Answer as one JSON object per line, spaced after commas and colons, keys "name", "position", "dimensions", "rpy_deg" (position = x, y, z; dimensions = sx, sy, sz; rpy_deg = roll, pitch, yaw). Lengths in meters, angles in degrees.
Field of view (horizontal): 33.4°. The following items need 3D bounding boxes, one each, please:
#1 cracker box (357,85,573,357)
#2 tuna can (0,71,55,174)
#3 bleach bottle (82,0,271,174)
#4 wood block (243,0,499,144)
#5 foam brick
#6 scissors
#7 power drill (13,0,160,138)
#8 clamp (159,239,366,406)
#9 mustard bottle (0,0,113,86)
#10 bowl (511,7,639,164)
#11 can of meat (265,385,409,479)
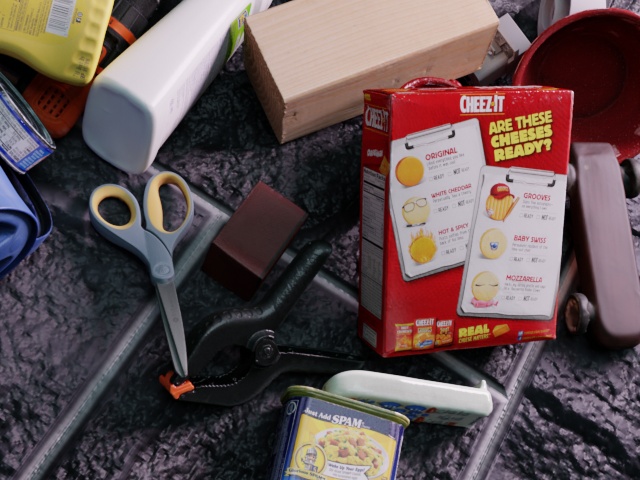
{"name": "cracker box", "position": [0.117, -0.019, 0.887], "dimensions": [0.164, 0.072, 0.214], "rpy_deg": [-4, 103, -19]}
{"name": "tuna can", "position": [-0.244, -0.095, 0.826], "dimensions": [0.034, 0.086, 0.086], "rpy_deg": [-36, 79, -2]}
{"name": "bleach bottle", "position": [-0.110, -0.173, 0.946], "dimensions": [0.068, 0.103, 0.250], "rpy_deg": [32, 53, 3]}
{"name": "wood block", "position": [0.042, -0.176, 0.963], "dimensions": [0.206, 0.090, 0.091], "rpy_deg": [-22, 72, -11]}
{"name": "foam brick", "position": [-0.056, 0.001, 0.893], "dimensions": [0.051, 0.053, 0.078], "rpy_deg": [34, 58, 0]}
{"name": "scissors", "position": [-0.145, 0.020, 0.853], "dimensions": [0.096, 0.016, 0.201], "rpy_deg": [6, 50, -6]}
{"name": "power drill", "position": [-0.241, -0.206, 0.892], "dimensions": [0.187, 0.057, 0.184], "rpy_deg": [35, 79, -9]}
{"name": "clamp", "position": [-0.041, 0.089, 0.851], "dimensions": [0.171, 0.039, 0.120], "rpy_deg": [-32, 107, -14]}
{"name": "mustard bottle", "position": [-0.261, -0.190, 0.829], "dimensions": [0.191, 0.058, 0.096], "rpy_deg": [15, 91, -13]}
{"name": "bowl", "position": [0.261, -0.151, 1.036], "dimensions": [0.162, 0.162, 0.055], "rpy_deg": [18, 24, -9]}
{"name": "can of meat", "position": [0.011, 0.170, 0.828], "dimensions": [0.102, 0.057, 0.084], "rpy_deg": [17, 63, -9]}
